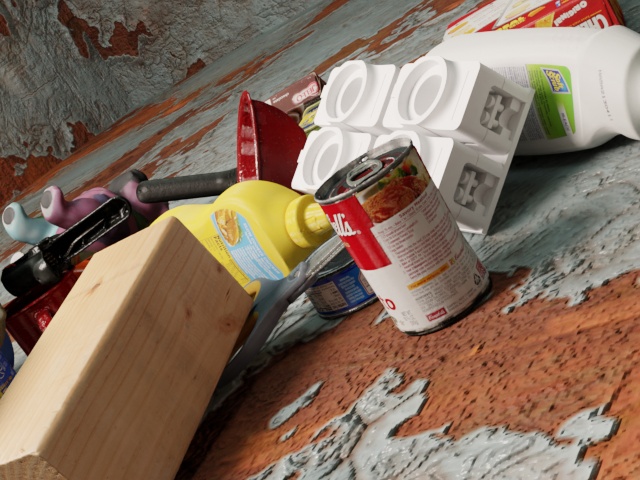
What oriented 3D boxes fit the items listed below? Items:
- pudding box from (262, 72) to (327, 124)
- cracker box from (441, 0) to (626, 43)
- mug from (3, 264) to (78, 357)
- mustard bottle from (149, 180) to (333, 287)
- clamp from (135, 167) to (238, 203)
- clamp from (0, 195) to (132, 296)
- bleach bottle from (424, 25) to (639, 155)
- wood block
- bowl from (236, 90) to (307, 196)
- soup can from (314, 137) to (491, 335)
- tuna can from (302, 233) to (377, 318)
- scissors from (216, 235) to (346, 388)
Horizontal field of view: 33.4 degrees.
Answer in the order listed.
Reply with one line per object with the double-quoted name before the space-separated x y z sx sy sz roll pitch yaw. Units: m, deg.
"pudding box" -0.027 -0.144 1.278 0.114 0.090 0.039 -25 59 22
"cracker box" 0.198 -0.192 1.005 0.164 0.072 0.213 -26 16 21
"mug" -0.252 0.084 1.029 0.093 0.081 0.117 -35 15 -10
"mustard bottle" -0.055 0.001 0.865 0.192 0.096 0.058 -18 21 45
"clamp" -0.072 -0.064 1.160 0.210 0.036 0.164 -8 -2 33
"clamp" -0.260 0.021 1.009 0.172 0.039 0.120 -29 10 39
"bleach bottle" 0.171 -0.101 0.761 0.068 0.102 0.251 -32 21 -19
"wood block" -0.131 0.092 0.681 0.091 0.090 0.206 -23 29 34
"bowl" -0.042 -0.057 0.980 0.055 0.162 0.162 -2 12 -10
"soup can" 0.051 -0.002 0.647 0.068 0.102 0.068 -30 15 9
"tuna can" 0.026 0.017 0.770 0.086 0.033 0.086 -30 15 9
"scissors" -0.019 0.022 0.747 0.202 0.016 0.096 -49 21 17
